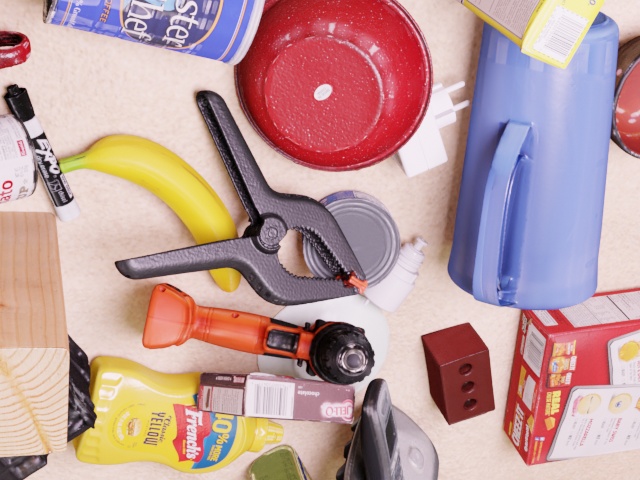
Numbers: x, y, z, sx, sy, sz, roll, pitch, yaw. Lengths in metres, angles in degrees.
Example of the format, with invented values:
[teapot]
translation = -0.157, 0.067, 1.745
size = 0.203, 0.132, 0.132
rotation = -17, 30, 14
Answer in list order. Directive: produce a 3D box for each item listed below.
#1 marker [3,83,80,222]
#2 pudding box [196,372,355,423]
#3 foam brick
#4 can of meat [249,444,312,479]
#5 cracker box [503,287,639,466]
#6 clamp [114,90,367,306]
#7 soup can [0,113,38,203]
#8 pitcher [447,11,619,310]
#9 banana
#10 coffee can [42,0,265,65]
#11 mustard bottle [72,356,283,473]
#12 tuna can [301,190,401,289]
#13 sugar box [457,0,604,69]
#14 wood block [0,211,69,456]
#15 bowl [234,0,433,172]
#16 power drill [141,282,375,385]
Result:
[marker]
translation = -0.221, -0.069, 0.849
size = 0.020, 0.020, 0.121
rotation = -20, 121, -5
[pudding box]
translation = -0.039, 0.139, 0.942
size = 0.113, 0.090, 0.039
rotation = 12, 78, -32
[foam brick]
translation = 0.135, 0.130, 1.045
size = 0.053, 0.051, 0.078
rotation = -17, 121, -8
[can of meat]
translation = -0.025, 0.262, 1.043
size = 0.057, 0.102, 0.084
rotation = -27, 120, 0
[cracker box]
translation = 0.303, 0.133, 1.085
size = 0.213, 0.072, 0.164
rotation = -6, 120, -14
[clamp]
translation = -0.056, 0.001, 0.872
size = 0.209, 0.036, 0.164
rotation = 37, 74, -21
[soup can]
translation = -0.272, -0.054, 0.796
size = 0.102, 0.069, 0.068
rotation = -17, 124, -34
[pitcher]
translation = 0.178, -0.068, 0.898
size = 0.145, 0.149, 0.243
rotation = -6, 116, -14
[banana]
translation = -0.121, -0.030, 0.892
size = 0.070, 0.037, 0.197
rotation = -36, 122, 23
[coffee can]
translation = -0.118, -0.190, 0.763
size = 0.140, 0.103, 0.103
rotation = 9, 115, -21
[mustard bottle]
translation = -0.125, 0.167, 0.985
size = 0.191, 0.058, 0.096
rotation = 12, 102, -23
[tuna can]
translation = 0.026, 0.000, 0.939
size = 0.086, 0.034, 0.086
rotation = -1, 108, -3
[sugar box]
translation = 0.151, -0.201, 0.792
size = 0.048, 0.176, 0.093
rotation = 21, 111, -23
[wood block]
translation = -0.241, 0.063, 0.806
size = 0.090, 0.206, 0.091
rotation = 0, 117, -17
[bowl]
translation = 0.006, -0.120, 0.832
size = 0.162, 0.055, 0.162
rotation = 4, 114, 8
[power drill]
translation = -0.051, 0.081, 0.890
size = 0.187, 0.184, 0.057
rotation = 13, 85, -6
